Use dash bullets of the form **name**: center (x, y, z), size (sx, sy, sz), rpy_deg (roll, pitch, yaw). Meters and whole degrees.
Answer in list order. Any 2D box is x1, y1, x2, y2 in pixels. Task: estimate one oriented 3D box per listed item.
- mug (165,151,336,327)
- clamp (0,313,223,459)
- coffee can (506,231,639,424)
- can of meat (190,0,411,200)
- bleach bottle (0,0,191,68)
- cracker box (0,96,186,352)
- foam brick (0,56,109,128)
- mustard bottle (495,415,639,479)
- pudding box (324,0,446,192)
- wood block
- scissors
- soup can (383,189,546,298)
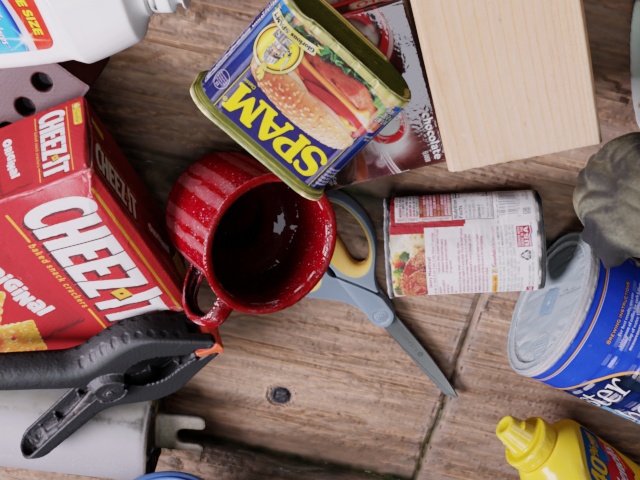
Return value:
- **mug**: center (-0.055, 0.001, 0.691), size (0.093, 0.082, 0.117), rpy_deg (23, 95, -36)
- **clamp**: center (-0.153, 0.086, 0.716), size (0.171, 0.039, 0.120), rpy_deg (-27, 148, 3)
- **coffee can**: center (0.212, 0.068, 0.716), size (0.140, 0.102, 0.103), rpy_deg (24, 121, -10)
- **can of meat**: center (-0.009, -0.088, 0.623), size (0.102, 0.057, 0.084), rpy_deg (40, 114, -14)
- **bleach bottle**: center (-0.199, -0.146, 0.598), size (0.251, 0.068, 0.102), rpy_deg (-1, 121, 8)
- **cracker box**: center (-0.213, 0.017, 0.694), size (0.214, 0.072, 0.164), rpy_deg (-19, 143, 6)
- **foam brick**: center (-0.181, -0.096, 0.683), size (0.053, 0.051, 0.078), rpy_deg (34, 119, -15)
- **mustard bottle**: center (0.207, 0.187, 0.795), size (0.191, 0.096, 0.058), rpy_deg (35, 119, -15)
- **pudding box**: center (0.024, -0.094, 0.671), size (0.090, 0.039, 0.113), rpy_deg (-13, 119, 14)
- **wood block**: center (0.094, -0.154, 0.596), size (0.091, 0.090, 0.206), rpy_deg (-10, 120, 12)
- **scissors**: center (0.023, 0.051, 0.776), size (0.096, 0.016, 0.201), rpy_deg (-16, 119, 17)
- **soup can**: center (0.095, 0.002, 0.708), size (0.102, 0.068, 0.068), rpy_deg (-3, 122, 7)
